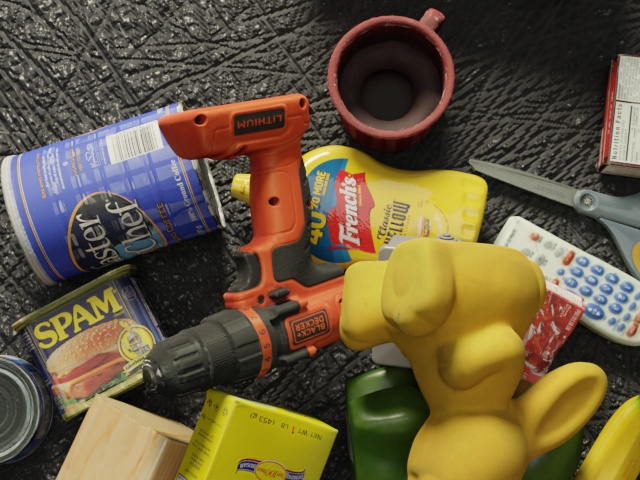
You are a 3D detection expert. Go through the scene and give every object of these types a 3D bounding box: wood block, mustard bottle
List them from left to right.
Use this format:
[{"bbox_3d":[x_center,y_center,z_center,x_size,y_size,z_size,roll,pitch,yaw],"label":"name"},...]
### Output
[{"bbox_3d":[-0.150,0.229,0.764,0.090,0.090,0.206,20,82,41],"label":"wood block"},{"bbox_3d":[0.026,-0.022,0.819,0.191,0.058,0.096,13,95,5],"label":"mustard bottle"}]

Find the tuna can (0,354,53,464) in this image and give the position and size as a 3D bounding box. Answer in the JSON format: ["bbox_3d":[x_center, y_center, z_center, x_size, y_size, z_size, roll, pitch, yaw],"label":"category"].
[{"bbox_3d":[-0.253,0.131,0.824,0.086,0.034,0.086,0,83,2],"label":"tuna can"}]

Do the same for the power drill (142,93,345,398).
[{"bbox_3d":[-0.055,0.001,0.728,0.184,0.057,0.187,-17,102,-40],"label":"power drill"}]

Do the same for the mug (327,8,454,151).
[{"bbox_3d":[0.059,-0.125,0.819,0.093,0.081,0.117,30,85,6],"label":"mug"}]

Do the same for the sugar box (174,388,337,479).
[{"bbox_3d":[-0.062,0.197,0.729,0.093,0.048,0.176,23,84,-33],"label":"sugar box"}]

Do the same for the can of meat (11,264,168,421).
[{"bbox_3d":[-0.170,0.079,0.817,0.102,0.057,0.084,-28,85,-1],"label":"can of meat"}]

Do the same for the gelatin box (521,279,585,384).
[{"bbox_3d":[0.145,0.067,0.802,0.073,0.030,0.089,28,109,4],"label":"gelatin box"}]

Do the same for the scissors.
[{"bbox_3d":[0.213,-0.010,0.832,0.202,0.016,0.096,4,83,3],"label":"scissors"}]

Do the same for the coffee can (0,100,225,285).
[{"bbox_3d":[-0.154,-0.036,0.806,0.140,0.103,0.103,-18,83,0],"label":"coffee can"}]
